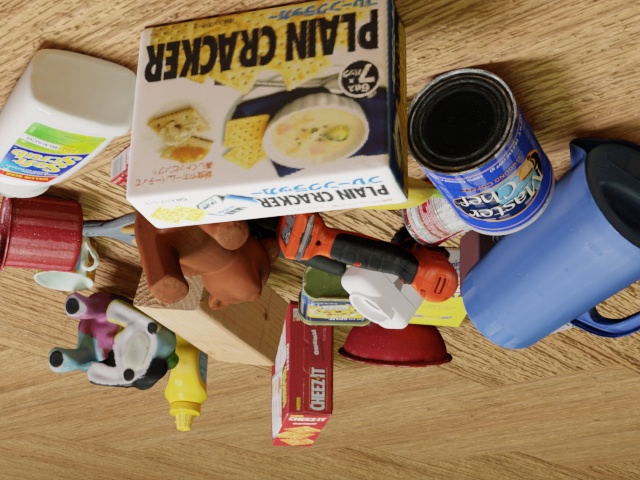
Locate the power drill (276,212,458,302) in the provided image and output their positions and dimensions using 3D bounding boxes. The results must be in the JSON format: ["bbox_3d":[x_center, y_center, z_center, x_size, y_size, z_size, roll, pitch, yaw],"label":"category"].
[{"bbox_3d":[0.049,0.003,1.170,0.187,0.057,0.184,15,-170,-12],"label":"power drill"}]

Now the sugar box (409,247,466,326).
[{"bbox_3d":[0.153,0.062,1.377,0.093,0.048,0.176,3,158,-4],"label":"sugar box"}]

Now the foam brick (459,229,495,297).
[{"bbox_3d":[0.197,0.028,1.251,0.053,0.078,0.051,9,158,-18],"label":"foam brick"}]

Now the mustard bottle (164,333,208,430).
[{"bbox_3d":[-0.177,0.161,1.443,0.058,0.191,0.096,2,157,-2],"label":"mustard bottle"}]

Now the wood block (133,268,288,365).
[{"bbox_3d":[-0.128,0.077,1.302,0.090,0.091,0.206,3,157,26],"label":"wood block"}]

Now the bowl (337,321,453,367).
[{"bbox_3d":[0.106,0.135,1.496,0.162,0.055,0.162,2,-175,0],"label":"bowl"}]

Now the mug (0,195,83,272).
[{"bbox_3d":[-0.316,-0.009,1.194,0.081,0.093,0.117,6,179,-24],"label":"mug"}]

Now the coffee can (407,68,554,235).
[{"bbox_3d":[0.147,-0.077,0.970,0.103,0.103,0.140,-9,155,23],"label":"coffee can"}]

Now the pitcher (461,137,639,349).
[{"bbox_3d":[0.258,0.023,1.090,0.144,0.149,0.243,17,142,-21],"label":"pitcher"}]

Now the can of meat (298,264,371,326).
[{"bbox_3d":[0.023,0.070,1.390,0.102,0.057,0.084,2,155,-2],"label":"can of meat"}]

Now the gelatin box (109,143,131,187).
[{"bbox_3d":[-0.163,-0.076,1.087,0.073,0.030,0.089,16,154,-31],"label":"gelatin box"}]

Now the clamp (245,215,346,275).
[{"bbox_3d":[-0.058,0.002,1.254,0.164,0.036,0.210,1,159,8],"label":"clamp"}]

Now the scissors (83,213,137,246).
[{"bbox_3d":[-0.258,-0.007,1.276,0.202,0.016,0.096,-5,156,16],"label":"scissors"}]

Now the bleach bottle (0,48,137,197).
[{"bbox_3d":[-0.259,-0.093,1.012,0.102,0.068,0.251,13,157,-25],"label":"bleach bottle"}]

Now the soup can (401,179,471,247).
[{"bbox_3d":[0.143,-0.040,1.105,0.068,0.068,0.102,18,152,-35],"label":"soup can"}]

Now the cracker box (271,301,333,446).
[{"bbox_3d":[-0.028,0.202,1.570,0.072,0.164,0.214,3,158,-8],"label":"cracker box"}]
